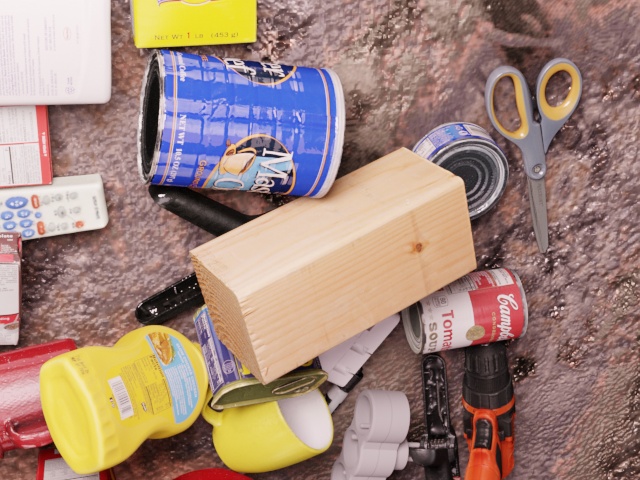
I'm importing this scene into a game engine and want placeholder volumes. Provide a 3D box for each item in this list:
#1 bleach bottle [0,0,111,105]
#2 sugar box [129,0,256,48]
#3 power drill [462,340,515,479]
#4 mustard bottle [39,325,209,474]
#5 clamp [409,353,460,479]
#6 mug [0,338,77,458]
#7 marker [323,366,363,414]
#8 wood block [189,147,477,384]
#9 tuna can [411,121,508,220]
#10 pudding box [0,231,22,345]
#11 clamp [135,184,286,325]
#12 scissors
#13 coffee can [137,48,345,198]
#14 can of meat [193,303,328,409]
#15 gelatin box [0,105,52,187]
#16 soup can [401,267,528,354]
[{"bbox_3d":[-0.275,-0.145,0.749,0.250,0.068,0.103,-2,121,-13],"label":"bleach bottle"},{"bbox_3d":[-0.092,-0.229,0.759,0.093,0.048,0.176,-6,123,-12],"label":"sugar box"},{"bbox_3d":[0.155,0.205,1.023,0.057,0.187,0.184,1,125,18],"label":"power drill"},{"bbox_3d":[-0.148,0.123,0.905,0.058,0.191,0.096,-23,87,31],"label":"mustard bottle"},{"bbox_3d":[0.118,0.196,1.071,0.039,0.120,0.171,5,148,17],"label":"clamp"},{"bbox_3d":[-0.239,0.135,0.904,0.081,0.117,0.093,-13,115,-14],"label":"mug"},{"bbox_3d":[0.003,0.168,1.050,0.020,0.020,0.121,28,110,-29],"label":"marker"},{"bbox_3d":[0.013,0.016,0.856,0.205,0.090,0.091,-26,123,-20],"label":"wood block"},{"bbox_3d":[0.120,-0.059,0.934,0.086,0.034,0.086,-7,123,-12],"label":"tuna can"},{"bbox_3d":[-0.286,0.040,0.857,0.090,0.039,0.114,0,137,-15],"label":"pudding box"},{"bbox_3d":[-0.056,0.001,0.905,0.209,0.036,0.165,-9,140,-13],"label":"clamp"},{"bbox_3d":[0.207,-0.081,0.957,0.096,0.016,0.201,-30,125,3],"label":"scissors"},{"bbox_3d":[-0.063,-0.088,0.821,0.140,0.103,0.103,4,120,-18],"label":"coffee can"},{"bbox_3d":[-0.054,0.093,0.930,0.101,0.084,0.058,-5,154,-28],"label":"can of meat"},{"bbox_3d":[-0.253,-0.078,0.816,0.089,0.030,0.073,-5,123,-13],"label":"gelatin box"},{"bbox_3d":[0.133,0.065,0.995,0.102,0.068,0.068,-8,123,-10],"label":"soup can"}]
